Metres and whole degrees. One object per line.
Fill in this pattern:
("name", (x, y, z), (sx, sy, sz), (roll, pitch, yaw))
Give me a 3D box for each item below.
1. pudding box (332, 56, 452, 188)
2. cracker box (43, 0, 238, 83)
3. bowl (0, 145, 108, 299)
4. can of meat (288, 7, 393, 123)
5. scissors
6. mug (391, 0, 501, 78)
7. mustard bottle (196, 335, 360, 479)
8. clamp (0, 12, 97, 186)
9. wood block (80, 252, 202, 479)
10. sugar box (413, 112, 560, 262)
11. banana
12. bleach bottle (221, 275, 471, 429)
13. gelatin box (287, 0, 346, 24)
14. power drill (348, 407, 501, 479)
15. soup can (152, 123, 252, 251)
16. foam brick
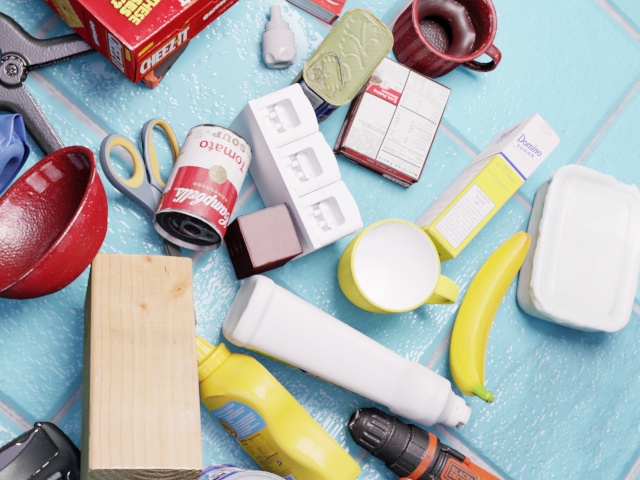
("pudding box", (0.075, -0.123, 1.097), (0.090, 0.039, 0.113), (25, 77, -12))
("cracker box", (-0.186, -0.272, 0.983), (0.214, 0.072, 0.164), (43, 70, 10))
("bowl", (-0.239, -0.005, 0.939), (0.055, 0.162, 0.162), (44, 70, -35))
("can of meat", (0.015, -0.171, 1.062), (0.057, 0.084, 0.102), (39, 73, -8))
("scissors", (-0.162, -0.019, 1.007), (0.096, 0.016, 0.202), (3, 80, -41))
("mug", (0.134, -0.211, 1.105), (0.117, 0.082, 0.093), (29, 74, -10))
("mustard bottle", (-0.054, 0.162, 0.981), (0.191, 0.096, 0.058), (47, 59, -4))
("clamp", (-0.282, -0.145, 0.991), (0.210, 0.036, 0.164), (13, 88, -9))
("wood block", (-0.157, 0.121, 0.915), (0.090, 0.091, 0.206), (4, 53, -16))
("sugar box", (0.160, -0.049, 1.081), (0.176, 0.093, 0.048), (-43, 95, -18))
("banana", (0.167, 0.080, 1.076), (0.037, 0.070, 0.197), (43, 52, -38))
("bleach bottle", (0.033, 0.116, 1.011), (0.250, 0.103, 0.068), (27, 84, -11))
("gelatin box", (-0.008, -0.277, 1.100), (0.089, 0.030, 0.073), (27, 75, -11))
("power drill", (0.076, 0.274, 1.022), (0.184, 0.057, 0.187), (31, 74, -10))
("soup can", (-0.109, -0.050, 1.003), (0.068, 0.069, 0.102), (24, 61, -12))
("foam brick", (-0.057, 0.001, 1.017), (0.051, 0.078, 0.053), (-18, 84, -18))
